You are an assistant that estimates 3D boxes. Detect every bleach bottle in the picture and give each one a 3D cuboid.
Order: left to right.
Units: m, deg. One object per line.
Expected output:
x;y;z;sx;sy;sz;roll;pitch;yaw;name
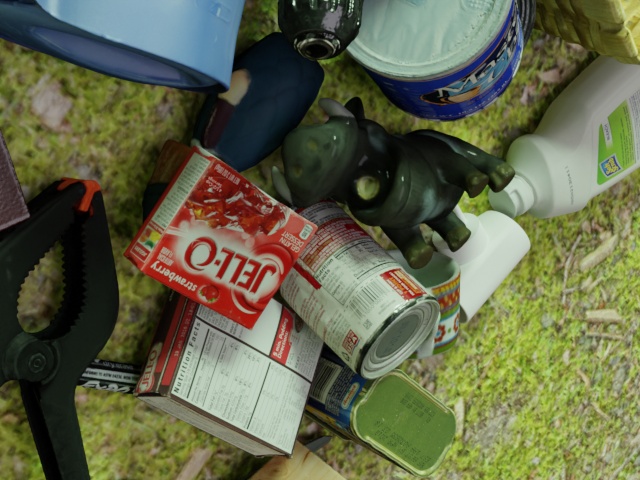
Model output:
0.226;-0.099;0.833;0.250;0.068;0.102;-34;120;-23;bleach bottle

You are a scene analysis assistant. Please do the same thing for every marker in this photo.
-0.130;0.079;0.632;0.120;0.020;0.020;15;92;-39;marker

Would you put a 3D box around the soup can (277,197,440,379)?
0.016;0.028;0.665;0.068;0.102;0.068;-34;151;-22;soup can

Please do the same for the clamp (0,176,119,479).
-0.154;0.070;0.573;0.164;0.036;0.210;34;73;-42;clamp

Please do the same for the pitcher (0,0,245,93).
-0.077;-0.200;0.539;0.144;0.149;0.243;15;89;-19;pitcher

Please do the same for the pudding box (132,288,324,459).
-0.053;0.075;0.664;0.113;0.039;0.090;35;62;-36;pudding box

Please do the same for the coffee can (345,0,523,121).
0.066;-0.132;0.632;0.140;0.103;0.103;14;94;-77;coffee can

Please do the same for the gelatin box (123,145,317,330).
-0.054;0.001;0.598;0.089;0.030;0.073;34;89;-40;gelatin box

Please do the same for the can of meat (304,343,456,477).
0.033;0.111;0.725;0.102;0.084;0.057;39;78;-37;can of meat
